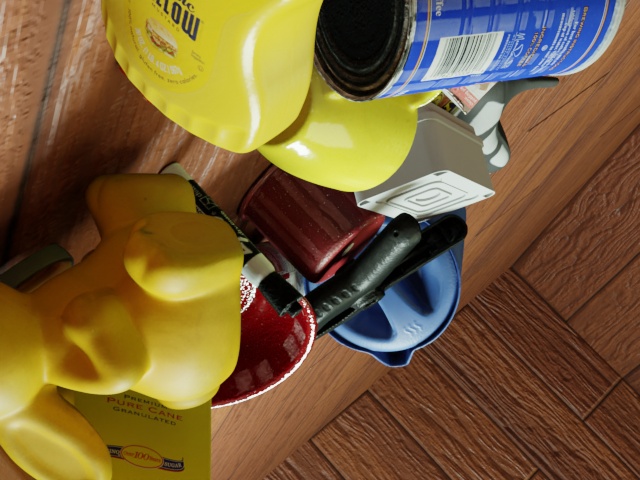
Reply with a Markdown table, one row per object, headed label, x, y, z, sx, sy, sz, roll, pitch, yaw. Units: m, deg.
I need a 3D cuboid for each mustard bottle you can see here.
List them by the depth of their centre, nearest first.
| label | x | y | z | sx | sy | sz | roll | pitch | yaw |
| --- | --- | --- | --- | --- | --- | --- | --- | --- | --- |
| mustard bottle | -0.031 | -0.117 | 0.377 | 0.058 | 0.096 | 0.192 | -37 | 166 | -29 |

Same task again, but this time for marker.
| label | x | y | z | sx | sy | sz | roll | pitch | yaw |
| --- | --- | --- | --- | --- | --- | --- | --- | --- | --- |
| marker | -0.054 | 0.001 | 0.648 | 0.020 | 0.121 | 0.020 | -41 | 168 | -11 |

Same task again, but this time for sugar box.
| label | x | y | z | sx | sy | sz | roll | pitch | yaw |
| --- | --- | --- | --- | --- | --- | --- | --- | --- | --- |
| sugar box | -0.117 | 0.110 | 0.671 | 0.048 | 0.093 | 0.176 | -57 | -154 | 37 |

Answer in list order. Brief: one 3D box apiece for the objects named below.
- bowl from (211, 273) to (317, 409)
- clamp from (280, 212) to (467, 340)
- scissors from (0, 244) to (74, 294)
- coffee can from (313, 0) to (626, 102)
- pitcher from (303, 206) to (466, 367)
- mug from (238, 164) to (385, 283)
| label | x | y | z | sx | sy | sz | roll | pitch | yaw |
| --- | --- | --- | --- | --- | --- | --- | --- | --- | --- |
| bowl | -0.086 | 0.060 | 0.802 | 0.162 | 0.055 | 0.162 | -9 | 138 | -9 |
| clamp | 0.031 | 0.030 | 0.820 | 0.171 | 0.039 | 0.120 | -38 | 159 | 12 |
| scissors | -0.221 | 0.074 | 0.605 | 0.201 | 0.016 | 0.096 | -40 | 168 | -16 |
| coffee can | 0.074 | -0.131 | 0.560 | 0.140 | 0.103 | 0.103 | -12 | 153 | -29 |
| pitcher | 0.072 | -0.006 | 0.992 | 0.149 | 0.145 | 0.242 | -54 | 180 | 20 |
| mug | 0.004 | -0.027 | 0.844 | 0.117 | 0.081 | 0.093 | -38 | 167 | -27 |
